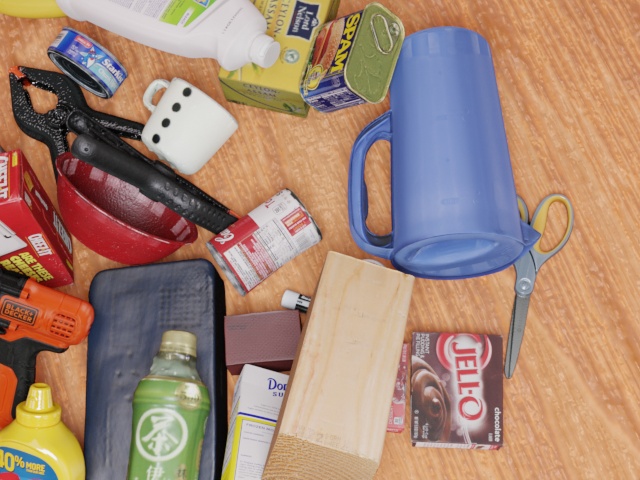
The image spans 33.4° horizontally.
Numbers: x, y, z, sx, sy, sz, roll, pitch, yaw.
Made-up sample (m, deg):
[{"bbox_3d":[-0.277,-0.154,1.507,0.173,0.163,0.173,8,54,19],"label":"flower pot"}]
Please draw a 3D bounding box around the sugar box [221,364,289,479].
[{"bbox_3d":[-0.041,0.201,0.988,0.093,0.048,0.176,17,37,-9],"label":"sugar box"}]

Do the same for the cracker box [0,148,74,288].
[{"bbox_3d":[-0.373,-0.003,1.060,0.213,0.164,0.072,-11,58,0],"label":"cracker box"}]

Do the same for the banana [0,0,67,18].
[{"bbox_3d":[-0.321,-0.284,1.216,0.198,0.037,0.069,9,73,6],"label":"banana"}]

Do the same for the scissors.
[{"bbox_3d":[0.194,0.033,1.096,0.096,0.016,0.201,26,76,13],"label":"scissors"}]

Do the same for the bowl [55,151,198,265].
[{"bbox_3d":[-0.207,-0.023,1.082,0.162,0.162,0.055,37,105,13],"label":"bowl"}]

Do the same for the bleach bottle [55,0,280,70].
[{"bbox_3d":[-0.155,-0.237,1.123,0.251,0.068,0.102,29,82,21],"label":"bleach bottle"}]

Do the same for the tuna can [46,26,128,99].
[{"bbox_3d":[-0.253,-0.191,1.158,0.086,0.086,0.033,31,78,12],"label":"tuna can"}]

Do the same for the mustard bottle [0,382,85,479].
[{"bbox_3d":[-0.267,0.226,0.996,0.096,0.058,0.192,11,102,22],"label":"mustard bottle"}]

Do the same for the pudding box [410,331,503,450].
[{"bbox_3d":[0.133,0.147,1.050,0.090,0.039,0.113,1,73,3],"label":"pudding box"}]

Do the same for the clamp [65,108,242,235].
[{"bbox_3d":[-0.170,-0.061,1.080,0.210,0.164,0.036,33,96,-14],"label":"clamp"}]

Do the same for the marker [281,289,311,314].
[{"bbox_3d":[0.019,0.077,1.090,0.121,0.020,0.020,17,74,9],"label":"marker"}]

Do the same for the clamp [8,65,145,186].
[{"bbox_3d":[-0.270,-0.133,1.166,0.120,0.039,0.171,-34,80,-14],"label":"clamp"}]

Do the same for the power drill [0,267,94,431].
[{"bbox_3d":[-0.330,0.112,1.025,0.184,0.057,0.188,21,105,-7],"label":"power drill"}]

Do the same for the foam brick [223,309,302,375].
[{"bbox_3d":[-0.056,0.103,1.070,0.078,0.051,0.053,-4,71,2],"label":"foam brick"}]

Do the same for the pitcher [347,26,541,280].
[{"bbox_3d":[0.119,-0.089,1.082,0.145,0.149,0.243,-23,61,41],"label":"pitcher"}]

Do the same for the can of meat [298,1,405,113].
[{"bbox_3d":[0.030,-0.184,1.093,0.057,0.084,0.102,30,69,-33],"label":"can of meat"}]

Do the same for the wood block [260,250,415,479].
[{"bbox_3d":[0.019,0.123,0.968,0.090,0.091,0.206,17,48,-1],"label":"wood block"}]

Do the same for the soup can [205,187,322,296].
[{"bbox_3d":[-0.057,0.001,1.093,0.102,0.068,0.068,-35,74,-8],"label":"soup can"}]
